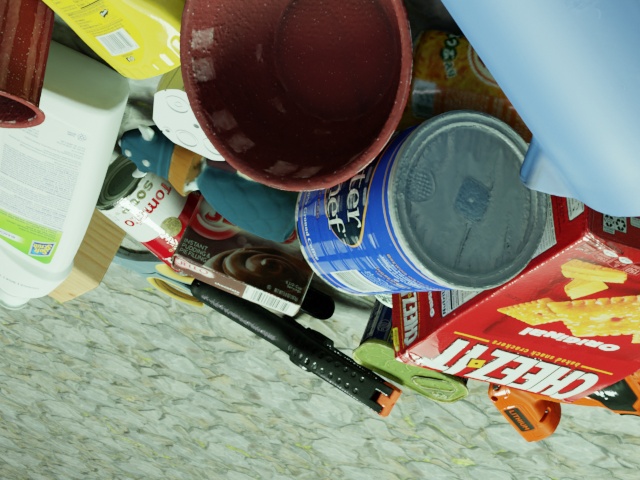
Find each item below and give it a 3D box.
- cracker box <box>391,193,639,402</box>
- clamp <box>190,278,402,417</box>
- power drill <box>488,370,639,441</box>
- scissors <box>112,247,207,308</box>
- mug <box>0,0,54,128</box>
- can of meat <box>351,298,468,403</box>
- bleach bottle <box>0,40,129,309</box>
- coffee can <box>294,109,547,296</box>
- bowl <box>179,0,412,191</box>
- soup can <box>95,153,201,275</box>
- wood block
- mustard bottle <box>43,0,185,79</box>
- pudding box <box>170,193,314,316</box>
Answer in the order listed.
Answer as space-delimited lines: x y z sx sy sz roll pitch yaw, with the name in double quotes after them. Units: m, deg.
0.171 0.035 0.715 0.164 0.072 0.214 17 147 -23 "cracker box"
-0.008 0.102 0.995 0.210 0.036 0.164 30 179 28 "clamp"
0.260 0.147 0.951 0.188 0.057 0.184 -7 137 38 "power drill"
-0.196 0.012 1.087 0.201 0.016 0.096 29 150 -13 "scissors"
-0.226 -0.131 0.715 0.093 0.081 0.117 8 168 -6 "mug"
0.089 0.081 0.927 0.102 0.084 0.058 27 152 -8 "can of meat"
-0.236 -0.039 0.873 0.102 0.068 0.251 25 128 -5 "bleach bottle"
0.058 -0.018 0.662 0.102 0.102 0.140 33 164 -18 "coffee can"
-0.006 -0.113 0.641 0.162 0.055 0.162 8 106 31 "bowl"
-0.138 -0.025 0.923 0.069 0.068 0.102 -8 140 43 "soup can"
-0.289 -0.038 0.987 0.206 0.090 0.090 36 149 -23 "wood block"
-0.160 -0.184 0.674 0.096 0.058 0.191 -2 144 47 "mustard bottle"
-0.056 0.001 0.888 0.113 0.090 0.039 24 155 -5 "pudding box"
